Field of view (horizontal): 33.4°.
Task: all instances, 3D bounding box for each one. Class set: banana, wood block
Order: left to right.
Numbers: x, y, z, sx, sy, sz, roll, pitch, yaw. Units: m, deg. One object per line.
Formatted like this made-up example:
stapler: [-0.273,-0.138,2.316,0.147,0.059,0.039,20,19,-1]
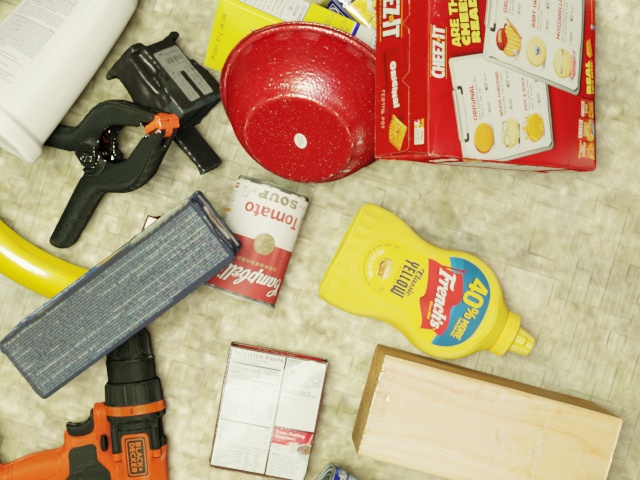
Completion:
banana: [-0.242,0.020,0.931,0.197,0.070,0.037,32,53,-7]
wood block: [0.139,0.163,0.926,0.206,0.091,0.090,15,90,-2]

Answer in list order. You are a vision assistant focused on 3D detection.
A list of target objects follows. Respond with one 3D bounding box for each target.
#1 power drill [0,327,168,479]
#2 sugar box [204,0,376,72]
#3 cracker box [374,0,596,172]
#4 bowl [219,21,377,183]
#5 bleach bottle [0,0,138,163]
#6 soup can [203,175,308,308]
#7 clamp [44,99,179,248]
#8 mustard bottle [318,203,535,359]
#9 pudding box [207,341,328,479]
power drill: [-0.228,0.166,0.930,0.187,0.057,0.184,-6,89,-2]
sugar box: [-0.007,-0.156,0.922,0.176,0.093,0.048,25,58,0]
cracker box: [0.141,-0.142,0.887,0.213,0.072,0.164,1,89,-40]
bowl: [-0.013,-0.101,0.893,0.162,0.162,0.055,18,46,-2]
bleach bottle: [-0.208,-0.190,0.912,0.103,0.068,0.250,29,75,31]
soup can: [-0.056,0.001,0.933,0.068,0.068,0.102,19,88,-2]
clamp: [-0.191,-0.061,0.916,0.172,0.039,0.120,-11,101,32]
mustard bottle: [0.101,0.050,0.942,0.191,0.058,0.096,28,83,-2]
pudding box: [-0.046,0.152,0.947,0.090,0.039,0.113,11,87,-1]
